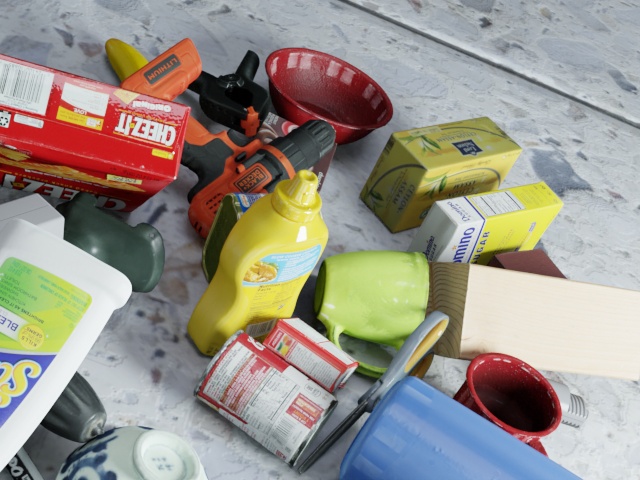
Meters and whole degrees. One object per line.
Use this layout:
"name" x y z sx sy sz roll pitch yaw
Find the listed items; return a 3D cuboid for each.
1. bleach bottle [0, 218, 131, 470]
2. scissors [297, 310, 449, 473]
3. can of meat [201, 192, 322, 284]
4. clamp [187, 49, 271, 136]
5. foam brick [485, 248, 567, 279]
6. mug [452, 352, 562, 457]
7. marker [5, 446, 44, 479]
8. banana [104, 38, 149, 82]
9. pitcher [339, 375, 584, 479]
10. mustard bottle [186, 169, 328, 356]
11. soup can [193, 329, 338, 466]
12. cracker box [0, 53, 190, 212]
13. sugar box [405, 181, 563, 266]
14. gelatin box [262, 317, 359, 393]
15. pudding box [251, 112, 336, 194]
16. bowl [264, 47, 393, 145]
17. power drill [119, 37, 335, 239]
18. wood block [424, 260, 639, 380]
"bleach bottle" -0.231 0.114 0.713 0.102 0.068 0.250 29 71 -7
"scissors" 0.050 0.145 0.951 0.016 0.096 0.201 34 68 23
"can of meat" -0.057 0.001 1.000 0.083 0.102 0.057 1 45 -27
"clamp" -0.096 -0.171 1.198 0.120 0.039 0.172 -19 44 -24
"foam brick" 0.215 0.047 1.148 0.078 0.053 0.051 -7 49 -35
"mug" 0.161 0.169 0.948 0.093 0.082 0.117 -7 49 -36
"marker" -0.224 0.159 0.782 0.020 0.020 0.121 -16 54 -42
"banana" -0.204 -0.157 1.149 0.069 0.037 0.198 15 39 -18
"pitcher" 0.132 0.224 0.843 0.243 0.145 0.149 33 26 14
"mustard bottle" -0.044 0.017 0.913 0.096 0.192 0.058 -10 51 -39
"soup can" -0.045 0.130 0.882 0.102 0.069 0.068 35 38 9
"cracker box" -0.217 -0.083 0.922 0.164 0.214 0.072 14 79 -18
"sugar box" 0.177 -0.009 1.157 0.175 0.093 0.048 -15 54 -40
"gelatin box" -0.007 0.100 0.938 0.073 0.030 0.089 35 1 9
"pudding box" -0.037 -0.086 1.163 0.090 0.039 0.113 24 37 -4
"bowl" 0.002 -0.160 1.255 0.162 0.055 0.162 18 35 -13
"power drill" -0.100 -0.114 1.078 0.184 0.057 0.188 -39 80 -26
"wood block" 0.208 0.079 1.049 0.205 0.091 0.090 9 -3 -22
